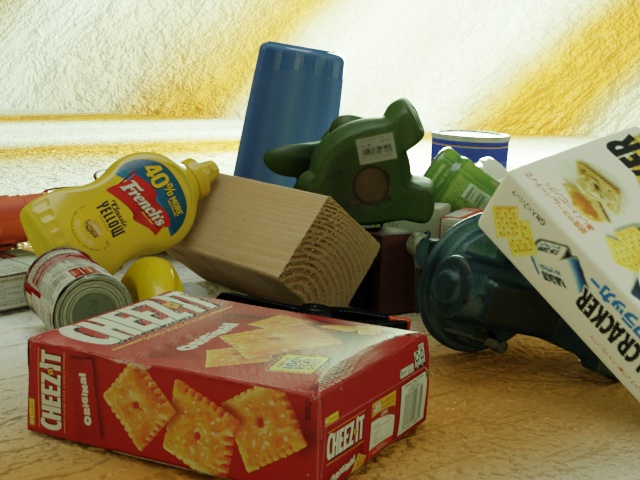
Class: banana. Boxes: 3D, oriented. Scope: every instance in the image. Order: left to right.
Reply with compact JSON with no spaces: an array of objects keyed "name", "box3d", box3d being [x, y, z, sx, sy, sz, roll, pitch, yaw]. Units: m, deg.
[{"name":"banana","box3d":[-0.146,0.046,0.900,0.037,0.069,0.198,28,2,-19]}]

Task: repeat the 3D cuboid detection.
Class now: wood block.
[{"name":"wood block","box3d":[-0.056,0.002,1.025,0.206,0.090,0.090,14,-21,48]}]

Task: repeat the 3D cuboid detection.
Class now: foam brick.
[{"name":"foam brick","box3d":[0.061,0.028,1.028,0.051,0.078,0.053,-6,11,-35]}]

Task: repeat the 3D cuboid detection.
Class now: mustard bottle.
[{"name":"mustard bottle","box3d":[-0.174,-0.029,0.996,0.191,0.096,0.058,-31,2,-31]}]

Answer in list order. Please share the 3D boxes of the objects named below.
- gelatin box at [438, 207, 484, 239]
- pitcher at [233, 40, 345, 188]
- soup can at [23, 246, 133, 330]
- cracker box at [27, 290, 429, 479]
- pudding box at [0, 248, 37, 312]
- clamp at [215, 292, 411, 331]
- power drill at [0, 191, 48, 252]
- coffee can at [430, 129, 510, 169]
[{"name":"gelatin box","box3d":[0.143,0.015,1.080,0.030,0.089,0.073,6,11,25]},{"name":"pitcher","box3d":[-0.045,-0.124,1.347,0.149,0.243,0.144,13,11,19]},{"name":"soup can","box3d":[-0.201,0.049,0.883,0.068,0.068,0.102,-3,13,-27]},{"name":"cracker box","box3d":[-0.056,0.090,0.698,0.214,0.072,0.163,8,12,27]},{"name":"pudding box","box3d":[-0.296,0.038,0.993,0.090,0.039,0.113,11,16,38]},{"name":"clamp","box3d":[-0.013,0.070,0.899,0.171,0.039,0.120,6,14,-15]},{"name":"power drill","box3d":[-0.362,-0.008,1.059,0.184,0.057,0.188,-7,2,-23]},{"name":"coffee can","box3d":[0.192,-0.071,1.402,0.103,0.140,0.103,3,11,-1]}]
